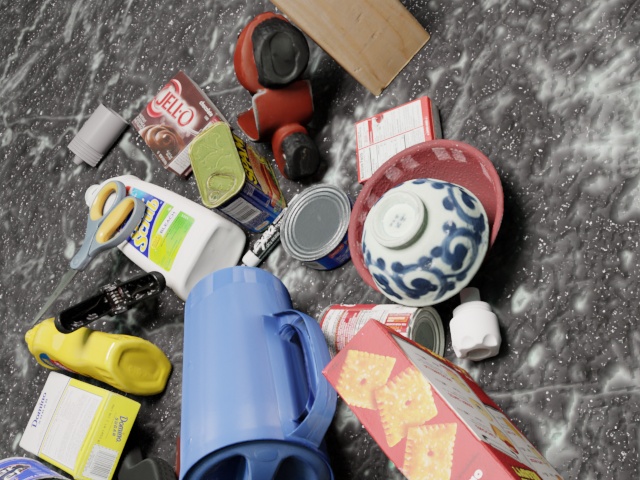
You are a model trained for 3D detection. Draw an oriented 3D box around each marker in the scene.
[{"bbox_3d":[-0.058,0.001,1.145,0.121,0.020,0.020,-49,49,6],"label":"marker"}]

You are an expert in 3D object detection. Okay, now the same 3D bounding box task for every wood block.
[{"bbox_3d":[0.011,-0.249,1.096,0.090,0.205,0.091,-48,49,6],"label":"wood block"}]

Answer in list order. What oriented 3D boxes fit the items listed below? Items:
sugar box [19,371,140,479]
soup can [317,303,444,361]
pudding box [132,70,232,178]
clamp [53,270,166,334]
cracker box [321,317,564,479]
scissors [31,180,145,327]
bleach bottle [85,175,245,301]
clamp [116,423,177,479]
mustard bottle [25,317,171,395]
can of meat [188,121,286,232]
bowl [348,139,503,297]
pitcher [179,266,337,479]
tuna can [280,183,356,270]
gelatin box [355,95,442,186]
[{"bbox_3d":[-0.260,0.199,1.144,0.177,0.048,0.093,1,67,59],"label":"sugar box"},{"bbox_3d":[0.055,0.092,0.987,0.102,0.068,0.068,-3,67,34],"label":"soup can"},{"bbox_3d":[-0.167,-0.139,1.280,0.090,0.039,0.114,-46,50,7],"label":"pudding box"},{"bbox_3d":[-0.214,0.059,1.156,0.120,0.171,0.039,-18,95,2],"label":"clamp"},{"bbox_3d":[0.116,0.172,0.840,0.072,0.164,0.214,-48,49,8],"label":"cracker box"},{"bbox_3d":[-0.276,0.007,1.232,0.202,0.016,0.096,-40,47,21],"label":"scissors"},{"bbox_3d":[-0.197,-0.011,1.225,0.251,0.068,0.102,23,83,43],"label":"bleach bottle"},{"bbox_3d":[-0.187,0.251,1.066,0.210,0.036,0.164,-20,53,54],"label":"clamp"},{"bbox_3d":[-0.262,0.123,1.181,0.192,0.096,0.058,9,75,38],"label":"mustard bottle"},{"bbox_3d":[-0.089,-0.066,1.158,0.057,0.083,0.102,-34,52,17],"label":"can of meat"},{"bbox_3d":[0.108,-0.012,1.009,0.162,0.055,0.162,-16,59,29],"label":"bowl"},{"bbox_3d":[-0.061,0.131,0.984,0.149,0.145,0.243,-11,41,0],"label":"pitcher"},{"bbox_3d":[0.003,-0.013,1.099,0.086,0.033,0.086,-16,59,29],"label":"tuna can"},{"bbox_3d":[0.080,-0.097,1.088,0.089,0.030,0.073,-19,60,28],"label":"gelatin box"}]
